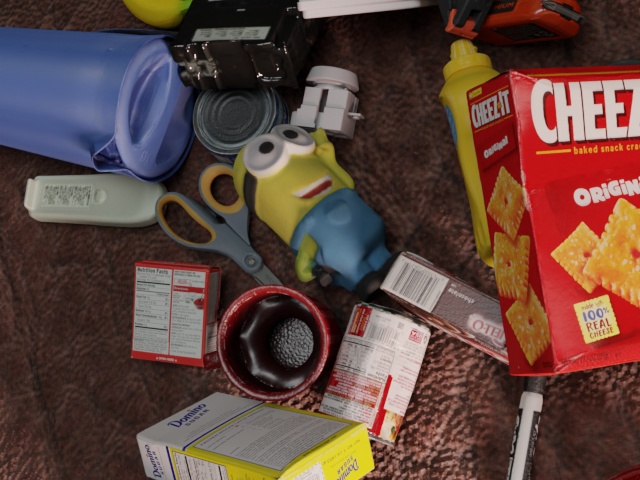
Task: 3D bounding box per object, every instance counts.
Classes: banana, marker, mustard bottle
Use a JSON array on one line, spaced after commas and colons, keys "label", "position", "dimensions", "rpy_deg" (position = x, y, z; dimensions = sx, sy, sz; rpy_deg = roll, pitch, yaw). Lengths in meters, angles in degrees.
[{"label": "banana", "position": [-0.178, -0.272, 1.060], "dimensions": [0.070, 0.037, 0.198], "rpy_deg": [-38, 63, 10]}, {"label": "marker", "position": [0.162, 0.152, 0.841], "dimensions": [0.020, 0.020, 0.121], "rpy_deg": [9, 78, 20]}, {"label": "mustard bottle", "position": [0.136, -0.078, 0.871], "dimensions": [0.058, 0.096, 0.191], "rpy_deg": [-17, 70, 15]}]

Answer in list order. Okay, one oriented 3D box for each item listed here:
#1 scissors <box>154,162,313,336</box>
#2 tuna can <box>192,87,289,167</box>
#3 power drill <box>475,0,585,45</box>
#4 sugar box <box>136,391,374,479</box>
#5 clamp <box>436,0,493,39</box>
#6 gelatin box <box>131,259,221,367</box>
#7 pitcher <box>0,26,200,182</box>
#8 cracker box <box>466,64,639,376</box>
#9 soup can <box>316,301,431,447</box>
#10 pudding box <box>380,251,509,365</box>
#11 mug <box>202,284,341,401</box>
[{"label": "scissors", "position": [-0.056, 0.001, 0.957], "dimensions": [0.202, 0.016, 0.096], "rpy_deg": [30, 76, 15]}, {"label": "tuna can", "position": [-0.074, -0.113, 0.985], "dimensions": [0.086, 0.033, 0.086], "rpy_deg": [-5, 74, 17]}, {"label": "power drill", "position": [0.174, -0.264, 0.907], "dimensions": [0.185, 0.057, 0.187], "rpy_deg": [9, 87, 57]}, {"label": "sugar box", "position": [-0.054, 0.166, 0.837], "dimensions": [0.177, 0.093, 0.048], "rpy_deg": [0, 108, 46]}, {"label": "clamp", "position": [0.132, -0.256, 0.878], "dimensions": [0.039, 0.120, 0.171], "rpy_deg": [5, 79, -22]}, {"label": "gelatin box", "position": [-0.128, 0.064, 0.946], "dimensions": [0.073, 0.030, 0.089], "rpy_deg": [4, 93, 19]}, {"label": "pitcher", "position": [-0.239, -0.144, 1.009], "dimensions": [0.243, 0.149, 0.145], "rpy_deg": [12, 94, 24]}, {"label": "cracker box", "position": [0.207, -0.018, 0.780], "dimensions": [0.164, 0.072, 0.214], "rpy_deg": [-6, 85, -22]}, {"label": "soup can", "position": [0.043, 0.108, 0.867], "dimensions": [0.069, 0.068, 0.102], "rpy_deg": [16, 80, 22]}, {"label": "pudding box", "position": [0.112, 0.057, 0.846], "dimensions": [0.114, 0.090, 0.039], "rpy_deg": [30, 84, 24]}, {"label": "mug", "position": [-0.041, 0.088, 0.886], "dimensions": [0.117, 0.081, 0.093], "rpy_deg": [-19, 81, 12]}]
